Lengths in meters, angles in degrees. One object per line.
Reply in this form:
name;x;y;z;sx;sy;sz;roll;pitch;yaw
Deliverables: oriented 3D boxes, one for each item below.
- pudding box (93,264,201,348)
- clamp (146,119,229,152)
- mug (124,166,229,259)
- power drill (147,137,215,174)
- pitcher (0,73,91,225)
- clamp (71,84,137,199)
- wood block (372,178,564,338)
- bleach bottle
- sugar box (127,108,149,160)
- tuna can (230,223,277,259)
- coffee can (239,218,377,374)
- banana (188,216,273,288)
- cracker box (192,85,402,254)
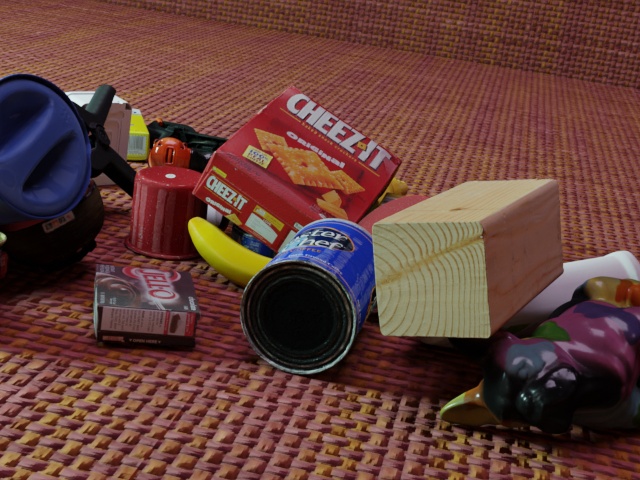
pudding box;-0.158;0.057;0.960;0.090;0.039;0.113;4;18;-13
clamp;-0.220;-0.150;1.581;0.120;0.039;0.172;-1;13;-38
mug;-0.154;-0.032;1.171;0.117;0.081;0.093;1;19;-21
power drill;-0.128;-0.092;1.368;0.187;0.057;0.184;5;1;-8
pitcher;-0.352;-0.068;1.016;0.243;0.145;0.149;-10;-36;35
clamp;-0.257;-0.105;1.225;0.036;0.164;0.209;-27;0;17
wood block;0.127;0.009;0.877;0.091;0.090;0.205;0;11;28
bleach bottle;0.187;0.061;1.016;0.250;0.068;0.103;-4;-23;-29
sugar box;-0.304;-0.161;1.563;0.093;0.048;0.176;3;20;-16
tuna can;-0.058;0.001;1.186;0.086;0.034;0.086;7;18;-3
coffee can;-0.002;0.046;0.958;0.103;0.103;0.140;12;18;11
banana;-0.054;0.021;1.082;0.198;0.069;0.037;8;-21;24
cracker box;-0.018;-0.071;1.180;0.164;0.072;0.213;35;35;2
